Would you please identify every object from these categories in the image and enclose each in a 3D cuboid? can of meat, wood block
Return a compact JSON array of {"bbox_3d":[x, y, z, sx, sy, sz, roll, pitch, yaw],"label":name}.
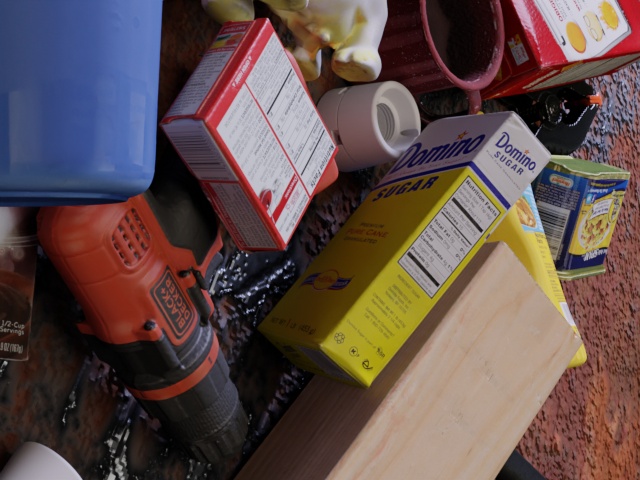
[{"bbox_3d":[0.193,-0.019,0.828,0.101,0.058,0.084,-5,113,-54],"label":"can of meat"},{"bbox_3d":[0.048,0.106,0.615,0.090,0.091,0.205,49,64,-18],"label":"wood block"}]

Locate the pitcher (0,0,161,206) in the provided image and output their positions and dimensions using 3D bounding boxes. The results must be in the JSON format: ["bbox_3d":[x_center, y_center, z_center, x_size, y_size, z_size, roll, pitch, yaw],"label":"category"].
[{"bbox_3d":[-0.110,-0.135,0.400,0.149,0.145,0.243,-1,90,-13],"label":"pitcher"}]

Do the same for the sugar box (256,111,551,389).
[{"bbox_3d":[0.047,0.002,0.621,0.048,0.093,0.176,43,74,-21],"label":"sugar box"}]

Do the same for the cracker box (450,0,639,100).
[{"bbox_3d":[0.163,-0.200,0.811,0.213,0.072,0.164,-18,83,-47],"label":"cracker box"}]

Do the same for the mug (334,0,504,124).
[{"bbox_3d":[0.067,-0.128,0.708,0.093,0.082,0.117,-47,119,-40],"label":"mug"}]

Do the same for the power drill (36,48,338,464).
[{"bbox_3d":[-0.054,0.001,0.563,0.187,0.057,0.184,-62,144,-39],"label":"power drill"}]

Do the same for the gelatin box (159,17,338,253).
[{"bbox_3d":[-0.032,-0.049,0.513,0.089,0.030,0.073,60,43,-39],"label":"gelatin box"}]

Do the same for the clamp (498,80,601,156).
[{"bbox_3d":[0.166,-0.109,0.850,0.171,0.039,0.120,-30,111,-45],"label":"clamp"}]
